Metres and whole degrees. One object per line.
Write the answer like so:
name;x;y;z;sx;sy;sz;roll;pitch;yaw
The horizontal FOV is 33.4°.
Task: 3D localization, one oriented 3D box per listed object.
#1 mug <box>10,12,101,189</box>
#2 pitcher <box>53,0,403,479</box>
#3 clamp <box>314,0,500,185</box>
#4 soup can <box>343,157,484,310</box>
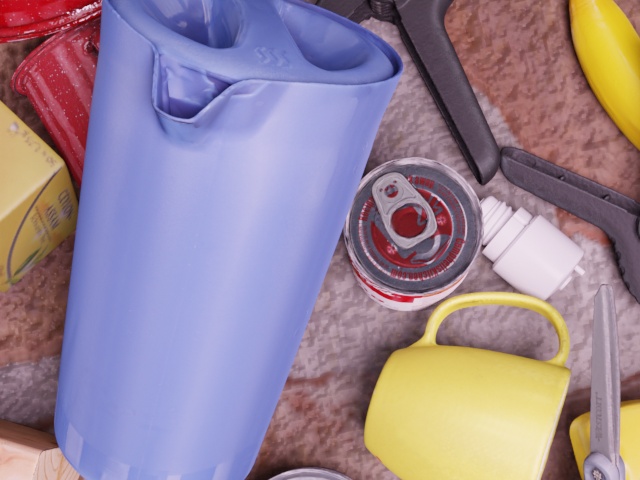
mug;-0.107;-0.074;0.579;0.093;0.117;0.081;-29;85;-18
pitcher;-0.053;0.001;0.521;0.149;0.145;0.243;-2;122;-33
clamp;0.026;-0.139;0.617;0.164;0.036;0.210;4;80;4
soup can;0.047;0.000;0.562;0.068;0.102;0.068;0;81;3
